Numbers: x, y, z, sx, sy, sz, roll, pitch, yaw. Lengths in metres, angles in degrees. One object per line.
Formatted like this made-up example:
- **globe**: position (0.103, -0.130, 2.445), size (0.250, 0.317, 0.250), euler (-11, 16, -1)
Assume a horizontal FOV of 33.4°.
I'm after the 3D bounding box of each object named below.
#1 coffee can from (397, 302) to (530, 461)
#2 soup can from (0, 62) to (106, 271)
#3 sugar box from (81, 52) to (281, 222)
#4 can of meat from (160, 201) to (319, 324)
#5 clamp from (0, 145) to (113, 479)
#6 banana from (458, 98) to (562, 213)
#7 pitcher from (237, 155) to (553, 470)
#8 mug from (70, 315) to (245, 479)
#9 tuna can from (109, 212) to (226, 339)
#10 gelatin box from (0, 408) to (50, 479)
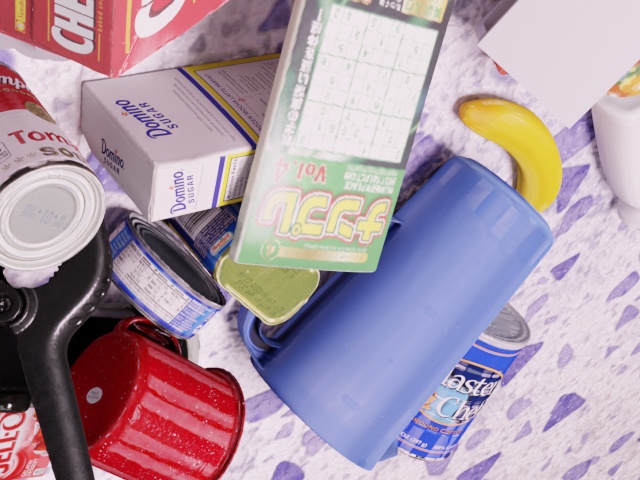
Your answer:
- **coffee can**: position (0.110, 0.114, 0.968), size (0.102, 0.103, 0.140), euler (4, 124, -45)
- **soup can**: position (-0.163, -0.040, 0.553), size (0.068, 0.102, 0.068), euler (-25, 140, -23)
- **sugar box**: position (-0.045, -0.069, 0.644), size (0.175, 0.093, 0.048), euler (-17, 136, -31)
- **can of meat**: position (-0.055, 0.001, 0.712), size (0.057, 0.084, 0.102), euler (-44, 144, 0)
- **clamp**: position (-0.186, 0.042, 0.605), size (0.036, 0.164, 0.210), euler (95, 6, -77)
- **banana**: position (0.167, -0.068, 0.893), size (0.069, 0.037, 0.197), euler (-41, 144, -5)
- **pitcher**: position (0.061, 0.047, 0.846), size (0.243, 0.145, 0.149), euler (-48, 156, 1)
- **mug**: position (-0.107, 0.097, 0.660), size (0.093, 0.117, 0.081), euler (-30, 134, 28)
- **tuna can**: position (-0.103, 0.023, 0.688), size (0.034, 0.086, 0.086), euler (-45, 144, 5)
- **gelatin box**: position (-0.214, 0.128, 0.735), size (0.073, 0.030, 0.089), euler (4, 123, -46)
